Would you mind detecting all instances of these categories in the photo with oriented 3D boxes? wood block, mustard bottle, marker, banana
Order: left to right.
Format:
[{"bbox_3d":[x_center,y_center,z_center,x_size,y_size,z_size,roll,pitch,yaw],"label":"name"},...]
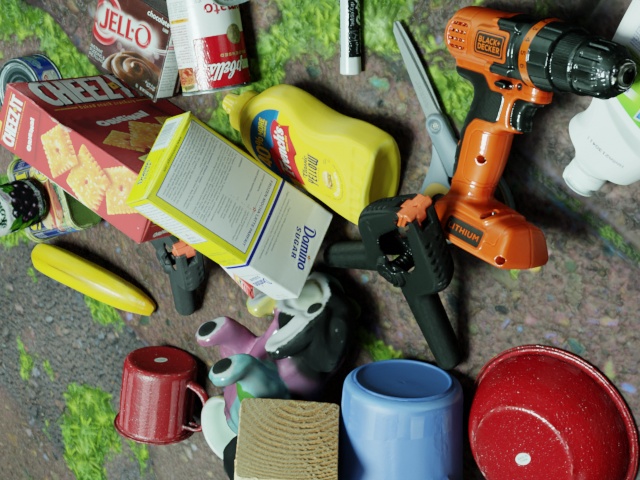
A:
[{"bbox_3d":[-0.277,0.039,1.245,0.198,0.069,0.037,22,89,34],"label":"banana"},{"bbox_3d":[-0.036,0.249,0.990,0.090,0.091,0.206,4,131,-2],"label":"wood block"},{"bbox_3d":[-0.017,-0.091,0.984,0.192,0.058,0.096,32,144,28],"label":"mustard bottle"},{"bbox_3d":[0.025,-0.207,0.938,0.020,0.020,0.121,12,112,36],"label":"marker"}]

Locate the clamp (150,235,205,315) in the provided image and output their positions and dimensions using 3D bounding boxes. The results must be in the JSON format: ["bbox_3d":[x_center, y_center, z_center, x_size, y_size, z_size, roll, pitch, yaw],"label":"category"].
[{"bbox_3d":[-0.146,0.026,1.108,0.120,0.039,0.172,63,166,-9],"label":"clamp"}]

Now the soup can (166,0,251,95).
[{"bbox_3d":[-0.107,-0.194,1.018,0.069,0.068,0.102,1,105,39],"label":"soup can"}]

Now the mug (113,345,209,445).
[{"bbox_3d":[-0.171,0.173,1.185,0.117,0.093,0.081,18,111,27],"label":"mug"}]

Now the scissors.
[{"bbox_3d":[0.093,-0.082,0.926,0.096,0.016,0.202,-41,78,35],"label":"scissors"}]

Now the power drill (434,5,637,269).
[{"bbox_3d":[0.153,-0.077,0.813,0.185,0.057,0.188,34,120,54],"label":"power drill"}]

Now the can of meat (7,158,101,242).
[{"bbox_3d":[-0.305,-0.055,1.235,0.084,0.057,0.102,-10,98,38],"label":"can of meat"}]

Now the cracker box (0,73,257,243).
[{"bbox_3d":[-0.186,-0.090,1.054,0.214,0.163,0.072,34,119,26],"label":"cracker box"}]

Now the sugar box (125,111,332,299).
[{"bbox_3d":[-0.078,-0.027,0.953,0.176,0.093,0.048,37,154,-30],"label":"sugar box"}]

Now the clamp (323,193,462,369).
[{"bbox_3d":[0.076,0.028,0.911,0.164,0.036,0.210,43,159,11],"label":"clamp"}]

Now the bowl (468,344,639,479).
[{"bbox_3d":[0.186,0.174,0.916,0.162,0.055,0.162,15,114,35],"label":"bowl"}]

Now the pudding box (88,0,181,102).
[{"bbox_3d":[-0.185,-0.208,1.096,0.114,0.039,0.090,34,123,26],"label":"pudding box"}]

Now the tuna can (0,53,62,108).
[{"bbox_3d":[-0.335,-0.171,1.234,0.086,0.033,0.086,14,113,35],"label":"tuna can"}]

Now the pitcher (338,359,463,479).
[{"bbox_3d":[0.077,0.242,0.979,0.149,0.145,0.243,5,107,11],"label":"pitcher"}]
